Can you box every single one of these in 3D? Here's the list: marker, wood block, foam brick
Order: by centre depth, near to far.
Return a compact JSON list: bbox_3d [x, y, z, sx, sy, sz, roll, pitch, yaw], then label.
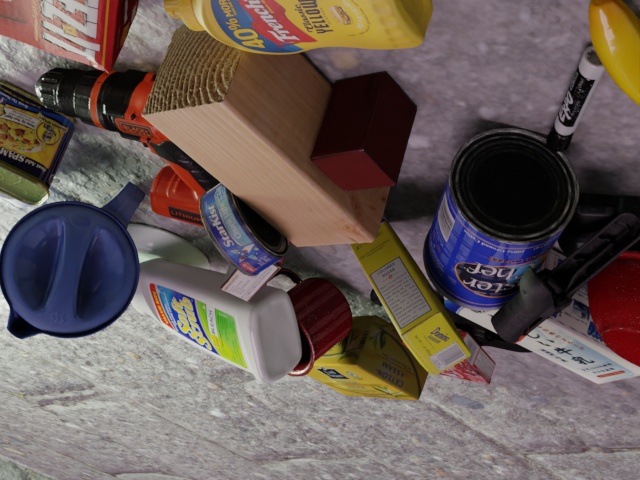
[{"bbox_3d":[0.187,-0.100,0.784,0.020,0.020,0.121,15,155,5],"label":"marker"},{"bbox_3d":[0.035,-0.085,0.843,0.053,0.078,0.051,-5,146,38],"label":"foam brick"},{"bbox_3d":[-0.034,-0.085,0.873,0.091,0.090,0.205,-5,148,38],"label":"wood block"}]

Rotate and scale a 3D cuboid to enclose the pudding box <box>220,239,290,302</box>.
[{"bbox_3d":[-0.057,0.001,1.061,0.039,0.090,0.114,23,154,-9],"label":"pudding box"}]

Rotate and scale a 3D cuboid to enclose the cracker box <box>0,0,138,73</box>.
[{"bbox_3d":[-0.236,-0.215,0.753,0.213,0.072,0.164,19,155,-5],"label":"cracker box"}]

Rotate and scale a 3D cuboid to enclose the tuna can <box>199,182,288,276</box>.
[{"bbox_3d":[-0.065,-0.014,0.927,0.034,0.086,0.086,-32,134,18],"label":"tuna can"}]

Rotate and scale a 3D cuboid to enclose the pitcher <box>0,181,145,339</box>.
[{"bbox_3d":[-0.260,0.017,1.133,0.149,0.145,0.243,-7,-176,-13],"label":"pitcher"}]

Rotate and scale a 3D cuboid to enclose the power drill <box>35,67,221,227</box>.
[{"bbox_3d":[-0.153,-0.085,0.980,0.185,0.057,0.187,15,158,24],"label":"power drill"}]

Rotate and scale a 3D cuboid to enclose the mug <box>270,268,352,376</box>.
[{"bbox_3d":[-0.025,0.084,1.202,0.117,0.081,0.093,55,139,1],"label":"mug"}]

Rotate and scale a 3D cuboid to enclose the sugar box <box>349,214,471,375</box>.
[{"bbox_3d":[0.068,0.030,0.965,0.048,0.176,0.093,-31,142,6],"label":"sugar box"}]

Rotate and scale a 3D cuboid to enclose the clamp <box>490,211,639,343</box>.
[{"bbox_3d":[0.177,0.044,0.857,0.120,0.039,0.172,-18,156,-31],"label":"clamp"}]

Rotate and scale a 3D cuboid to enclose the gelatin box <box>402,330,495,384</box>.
[{"bbox_3d":[0.143,0.126,1.180,0.073,0.030,0.089,8,155,36],"label":"gelatin box"}]

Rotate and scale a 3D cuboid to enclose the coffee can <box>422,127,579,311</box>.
[{"bbox_3d":[0.146,-0.014,0.888,0.103,0.102,0.140,15,155,4],"label":"coffee can"}]

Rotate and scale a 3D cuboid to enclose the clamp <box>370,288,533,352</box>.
[{"bbox_3d":[0.178,0.097,1.172,0.210,0.036,0.164,2,153,37],"label":"clamp"}]

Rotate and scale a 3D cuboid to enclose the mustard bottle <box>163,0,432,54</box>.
[{"bbox_3d":[-0.026,-0.169,0.732,0.192,0.058,0.096,2,150,29],"label":"mustard bottle"}]

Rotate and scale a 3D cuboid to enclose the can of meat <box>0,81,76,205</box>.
[{"bbox_3d":[-0.294,-0.095,1.021,0.102,0.084,0.058,27,153,-21],"label":"can of meat"}]

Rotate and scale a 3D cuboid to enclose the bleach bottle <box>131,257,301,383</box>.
[{"bbox_3d":[-0.136,0.079,1.197,0.251,0.068,0.102,13,124,41],"label":"bleach bottle"}]
